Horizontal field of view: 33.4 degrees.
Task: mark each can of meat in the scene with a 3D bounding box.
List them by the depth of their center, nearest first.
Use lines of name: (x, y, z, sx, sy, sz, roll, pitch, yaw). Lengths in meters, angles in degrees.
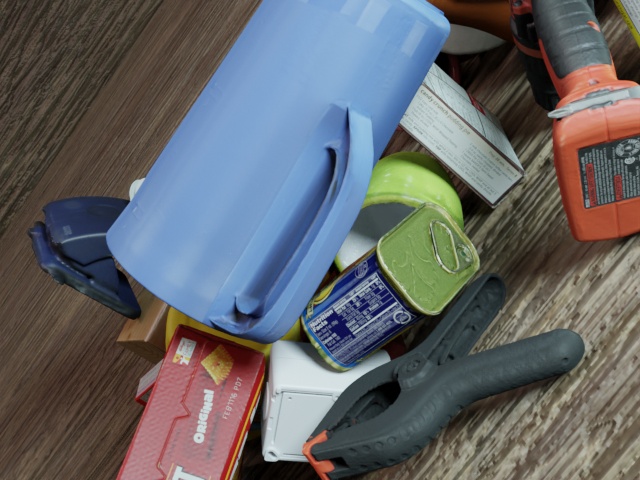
can of meat: (0.044, 0.030, 0.689, 0.084, 0.057, 0.101, -40, -1, 35)

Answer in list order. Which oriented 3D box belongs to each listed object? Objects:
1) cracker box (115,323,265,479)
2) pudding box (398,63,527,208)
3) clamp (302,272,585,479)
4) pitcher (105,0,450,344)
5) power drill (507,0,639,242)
cracker box: (-0.098, 0.184, 0.746, 0.214, 0.072, 0.164, 105, -177, -57)
pudding box: (0.091, -0.086, 0.766, 0.039, 0.113, 0.090, -45, 24, 21)
clamp: (0.065, 0.081, 0.642, 0.171, 0.039, 0.120, -29, 16, 4)
pitcher: (-0.019, -0.060, 0.680, 0.243, 0.149, 0.144, -57, -11, 13)
power drill: (0.151, -0.094, 0.637, 0.057, 0.184, 0.187, -16, 51, 10)
